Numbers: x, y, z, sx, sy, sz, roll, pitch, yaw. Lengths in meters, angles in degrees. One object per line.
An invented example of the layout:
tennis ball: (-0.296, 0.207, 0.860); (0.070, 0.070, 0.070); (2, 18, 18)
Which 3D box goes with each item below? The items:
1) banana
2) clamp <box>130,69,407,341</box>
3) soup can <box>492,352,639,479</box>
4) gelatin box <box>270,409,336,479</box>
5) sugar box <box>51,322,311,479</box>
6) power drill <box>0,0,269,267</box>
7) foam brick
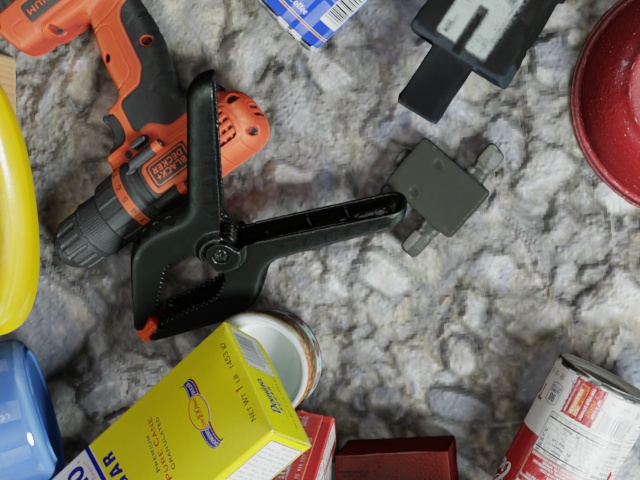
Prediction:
banana: (-0.218, -0.022, 0.732); (0.037, 0.069, 0.198); (-3, 90, 4)
clamp: (-0.055, 0.001, 0.718); (0.164, 0.036, 0.210); (26, 124, -17)
soup can: (0.159, 0.131, 0.678); (0.068, 0.068, 0.102); (27, 98, 11)
gelatin box: (-0.011, 0.169, 0.700); (0.030, 0.073, 0.089); (6, 127, 13)
sugar box: (-0.096, 0.144, 0.680); (0.176, 0.048, 0.093); (-41, 48, 13)
power drill: (-0.150, -0.095, 0.753); (0.185, 0.057, 0.187); (-34, 86, 15)
foam brick: (0.053, 0.162, 0.714); (0.078, 0.051, 0.053); (-4, 90, 13)
